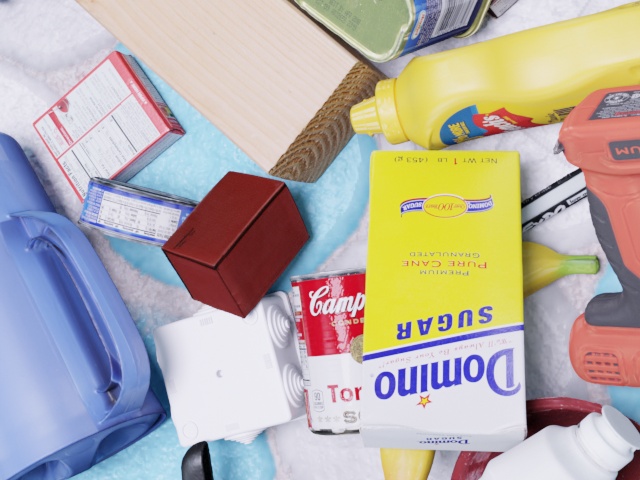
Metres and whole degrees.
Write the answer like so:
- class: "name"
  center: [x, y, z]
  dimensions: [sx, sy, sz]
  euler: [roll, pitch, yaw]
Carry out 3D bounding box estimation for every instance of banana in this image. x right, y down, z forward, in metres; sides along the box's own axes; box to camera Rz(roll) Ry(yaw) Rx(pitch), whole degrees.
- class: "banana"
  center: [0.086, 0.067, 0.652]
  dimensions: [0.070, 0.037, 0.197]
  euler: [28, 73, 42]

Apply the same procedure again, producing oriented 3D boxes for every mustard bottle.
- class: "mustard bottle"
  center: [0.110, -0.092, 0.642]
  dimensions: [0.192, 0.096, 0.058]
  euler: [-10, 83, 19]

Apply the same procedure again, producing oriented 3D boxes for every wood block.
- class: "wood block"
  center: [-0.064, -0.139, 0.707]
  dimensions: [0.206, 0.090, 0.091]
  euler: [42, 102, 15]

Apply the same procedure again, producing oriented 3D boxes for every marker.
- class: "marker"
  center: [0.135, -0.019, 0.674]
  dimensions: [0.121, 0.020, 0.020]
  euler: [-32, 80, 16]

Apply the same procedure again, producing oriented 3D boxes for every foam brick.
- class: "foam brick"
  center: [-0.055, 0.001, 0.700]
  dimensions: [0.053, 0.051, 0.078]
  euler: [16, 57, 39]

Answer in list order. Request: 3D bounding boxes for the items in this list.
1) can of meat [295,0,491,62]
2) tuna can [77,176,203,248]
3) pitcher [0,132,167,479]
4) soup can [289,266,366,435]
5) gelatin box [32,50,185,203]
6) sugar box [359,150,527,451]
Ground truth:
- class: "can of meat"
  center: [0.041, -0.158, 0.650]
  dimensions: [0.102, 0.083, 0.057]
  euler: [40, 133, 23]
- class: "tuna can"
  center: [-0.119, -0.018, 0.728]
  dimensions: [0.086, 0.086, 0.034]
  euler: [15, 93, 18]
- class: "pitcher"
  center: [-0.208, 0.044, 0.735]
  dimensions: [0.149, 0.145, 0.243]
  euler: [-27, 78, -3]
- class: "soup can"
  center: [0.019, 0.069, 0.688]
  dimensions: [0.069, 0.068, 0.102]
  euler: [-8, 87, 19]
- class: "gelatin box"
  center: [-0.154, -0.080, 0.769]
  dimensions: [0.089, 0.030, 0.073]
  euler: [-38, 79, 15]
- class: "sugar box"
  center: [0.072, 0.032, 0.626]
  dimensions: [0.093, 0.048, 0.176]
  euler: [0, 63, 6]
